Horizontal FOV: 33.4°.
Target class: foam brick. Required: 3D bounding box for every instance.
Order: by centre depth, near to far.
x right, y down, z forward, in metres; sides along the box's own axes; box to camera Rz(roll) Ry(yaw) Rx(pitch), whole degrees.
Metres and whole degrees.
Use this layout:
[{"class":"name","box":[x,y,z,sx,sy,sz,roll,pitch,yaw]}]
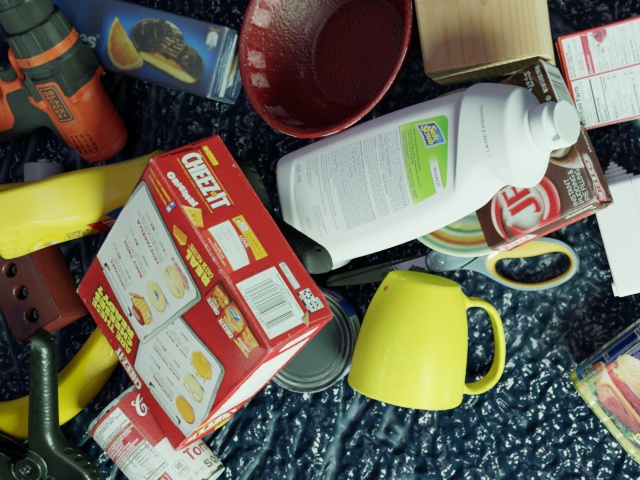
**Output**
[{"class":"foam brick","box":[-0.250,0.043,0.940,0.053,0.051,0.078,-29,85,17]}]

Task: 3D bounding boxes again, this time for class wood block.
[{"class":"wood block","box":[0.113,-0.228,0.792,0.091,0.090,0.206,-8,91,16]}]

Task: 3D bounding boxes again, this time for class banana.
[{"class":"banana","box":[-0.242,0.132,0.950,0.198,0.037,0.069,-27,87,17]}]

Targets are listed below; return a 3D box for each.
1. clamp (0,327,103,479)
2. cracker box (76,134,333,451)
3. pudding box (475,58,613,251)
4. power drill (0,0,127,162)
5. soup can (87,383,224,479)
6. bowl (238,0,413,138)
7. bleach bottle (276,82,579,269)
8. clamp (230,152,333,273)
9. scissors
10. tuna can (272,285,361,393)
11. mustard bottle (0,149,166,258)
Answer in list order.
[{"class":"clamp","box":[-0.243,0.181,0.922,0.165,0.036,0.210,-33,101,21]},{"class":"cracker box","box":[-0.096,0.047,0.824,0.164,0.071,0.214,56,143,12]},{"class":"pudding box","box":[0.148,-0.059,0.769,0.090,0.039,0.113,-28,70,34]},{"class":"power drill","box":[-0.269,-0.138,0.883,0.188,0.057,0.184,-3,127,32]},{"class":"soup can","box":[-0.139,0.177,0.904,0.102,0.068,0.068,46,105,9]},{"class":"bowl","box":[0.014,-0.154,0.830,0.162,0.055,0.162,-6,80,36]},{"class":"bleach bottle","box":[0.075,-0.046,0.768,0.251,0.067,0.102,-14,88,46]},{"class":"clamp","box":[-0.056,0.001,0.843,0.172,0.039,0.120,53,135,32]},{"class":"scissors","box":[0.103,-0.004,0.846,0.202,0.016,0.096,4,93,17]},{"class":"tuna can","box":[-0.009,0.080,0.876,0.086,0.033,0.086,1,93,17]},{"class":"mustard bottle","box":[-0.175,-0.036,0.881,0.191,0.096,0.058,-15,83,-13]}]
